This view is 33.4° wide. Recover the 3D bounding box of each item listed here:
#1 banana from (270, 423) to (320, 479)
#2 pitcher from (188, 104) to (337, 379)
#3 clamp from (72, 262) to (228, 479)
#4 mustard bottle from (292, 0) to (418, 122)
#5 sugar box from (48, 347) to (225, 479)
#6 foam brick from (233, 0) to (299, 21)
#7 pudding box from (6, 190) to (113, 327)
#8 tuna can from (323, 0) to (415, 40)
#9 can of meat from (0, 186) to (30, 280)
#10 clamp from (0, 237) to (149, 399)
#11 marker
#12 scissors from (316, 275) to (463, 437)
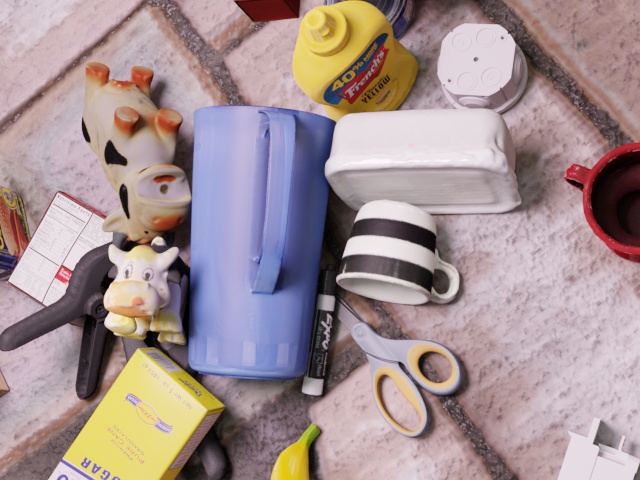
[{"bbox_3d":[0.001,0.264,0.944,0.069,0.037,0.198,-21,74,-5],"label":"banana"},{"bbox_3d":[-0.056,0.001,0.963,0.145,0.149,0.243,1,85,32],"label":"pitcher"},{"bbox_3d":[-0.145,0.126,1.028,0.165,0.036,0.210,13,87,20],"label":"clamp"},{"bbox_3d":[0.025,-0.160,0.943,0.096,0.191,0.058,-43,69,6],"label":"mustard bottle"},{"bbox_3d":[-0.176,0.195,0.989,0.093,0.048,0.176,38,98,18],"label":"sugar box"},{"bbox_3d":[-0.052,-0.266,1.067,0.053,0.051,0.078,-1,79,20],"label":"foam brick"},{"bbox_3d":[-0.254,0.018,1.087,0.090,0.039,0.113,29,88,23],"label":"pudding box"},{"bbox_3d":[0.046,-0.229,1.034,0.086,0.033,0.086,-4,78,18],"label":"tuna can"},{"bbox_3d":[-0.346,-0.013,1.100,0.057,0.083,0.102,-20,74,14],"label":"can of meat"},{"bbox_3d":[-0.221,0.073,1.047,0.171,0.120,0.039,-47,46,-14],"label":"clamp"},{"bbox_3d":[0.001,0.082,0.986,0.020,0.020,0.121,9,91,20],"label":"marker"},{"bbox_3d":[0.058,0.081,0.976,0.096,0.016,0.202,-33,69,16],"label":"scissors"}]
